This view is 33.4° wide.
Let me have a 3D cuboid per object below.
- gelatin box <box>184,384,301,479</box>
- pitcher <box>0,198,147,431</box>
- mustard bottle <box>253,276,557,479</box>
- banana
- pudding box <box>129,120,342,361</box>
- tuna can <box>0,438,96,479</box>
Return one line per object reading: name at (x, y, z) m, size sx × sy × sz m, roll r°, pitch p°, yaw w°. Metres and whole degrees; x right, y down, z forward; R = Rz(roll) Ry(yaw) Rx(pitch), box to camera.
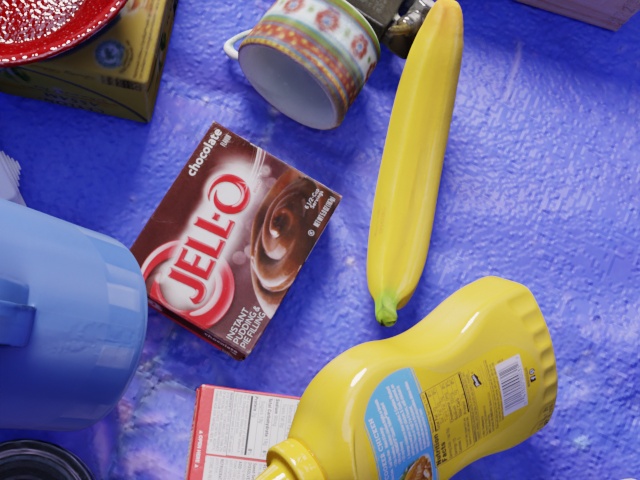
gelatin box at (-0.031, 0.125, 0.606) m, size 0.089 × 0.030 × 0.073 m, roll 9°, pitch 74°, yaw -9°
pitcher at (-0.198, 0.025, 0.493) m, size 0.242 × 0.145 × 0.149 m, roll 18°, pitch 36°, yaw -44°
mustard bottle at (0.043, 0.098, 0.583) m, size 0.191 × 0.058 × 0.096 m, roll -25°, pitch 115°, yaw -28°
banana at (0.058, -0.042, 0.639) m, size 0.037 × 0.070 × 0.198 m, roll 12°, pitch 80°, yaw -11°
pudding box at (-0.054, 0.001, 0.628) m, size 0.090 × 0.039 × 0.113 m, roll 31°, pitch 73°, yaw -1°
tuna can at (-0.160, 0.150, 0.576) m, size 0.086 × 0.034 × 0.086 m, roll 2°, pitch 76°, yaw -9°
